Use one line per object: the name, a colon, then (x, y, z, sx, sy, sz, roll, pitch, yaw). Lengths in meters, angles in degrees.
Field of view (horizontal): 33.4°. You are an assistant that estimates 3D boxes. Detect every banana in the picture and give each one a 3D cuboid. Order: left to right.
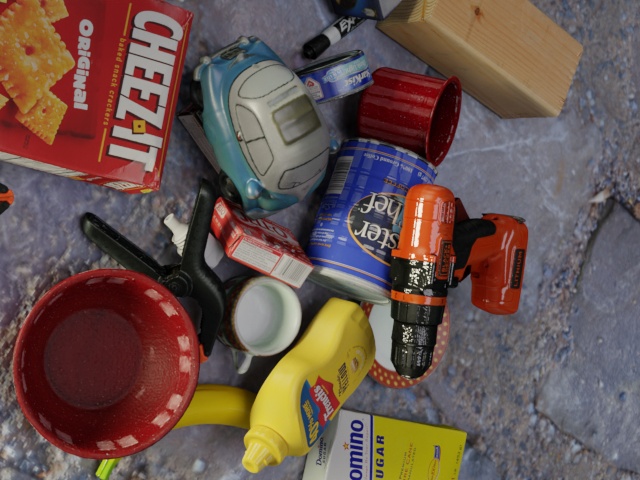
banana: (-0.118, 0.165, 0.994, 0.197, 0.037, 0.070, -8, 119, -32)

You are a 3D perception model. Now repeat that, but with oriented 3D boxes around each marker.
marker: (0.026, -0.219, 1.081, 0.121, 0.020, 0.020, -41, 114, -26)

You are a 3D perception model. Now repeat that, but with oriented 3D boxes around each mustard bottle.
mustard bottle: (-0.016, 0.147, 1.015, 0.191, 0.058, 0.096, -49, 143, -40)

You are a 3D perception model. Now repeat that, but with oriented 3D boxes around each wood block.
wood block: (0.174, -0.218, 1.141, 0.205, 0.090, 0.091, 29, 77, -33)

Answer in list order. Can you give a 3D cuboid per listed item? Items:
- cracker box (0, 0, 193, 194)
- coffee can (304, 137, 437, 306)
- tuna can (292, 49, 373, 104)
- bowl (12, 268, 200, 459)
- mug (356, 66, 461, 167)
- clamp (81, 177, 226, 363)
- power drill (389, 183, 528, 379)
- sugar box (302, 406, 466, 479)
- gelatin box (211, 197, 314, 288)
cracker box: (-0.222, -0.141, 0.880, 0.213, 0.072, 0.164, 14, 84, -35)
coffee can: (0.046, -0.017, 1.055, 0.102, 0.103, 0.140, 26, 78, -33)
tuna can: (0.006, -0.155, 1.030, 0.086, 0.086, 0.034, -27, 106, -31)
bowl: (-0.188, 0.104, 0.920, 0.161, 0.055, 0.162, 1, 89, -27)
mug: (0.093, -0.130, 1.084, 0.117, 0.082, 0.093, -22, 125, -63)
clamp: (-0.123, 0.027, 0.955, 0.120, 0.039, 0.171, -22, 114, 11)
power drill: (0.135, 0.040, 1.052, 0.187, 0.057, 0.184, 1, 98, -54)
sugar box: (0.069, 0.230, 1.119, 0.175, 0.048, 0.093, 15, 84, -35)
gelatin box: (-0.057, 0.001, 1.000, 0.089, 0.073, 0.030, 27, 106, -33)
